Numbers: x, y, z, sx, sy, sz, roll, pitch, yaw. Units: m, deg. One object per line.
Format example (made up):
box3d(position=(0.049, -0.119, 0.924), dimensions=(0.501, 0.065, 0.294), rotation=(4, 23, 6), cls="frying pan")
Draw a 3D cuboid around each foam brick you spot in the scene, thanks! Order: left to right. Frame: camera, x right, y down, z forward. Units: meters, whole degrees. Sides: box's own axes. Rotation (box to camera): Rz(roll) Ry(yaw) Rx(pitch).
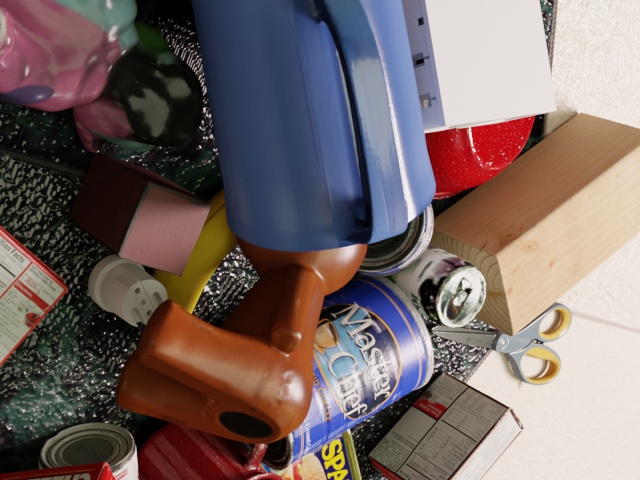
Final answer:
box3d(position=(-0.119, -0.018, 0.696), dimensions=(0.052, 0.078, 0.051), rotation=(20, 96, -40), cls="foam brick")

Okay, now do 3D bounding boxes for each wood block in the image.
box3d(position=(0.203, -0.019, 0.948), dimensions=(0.205, 0.091, 0.090), rotation=(-35, 127, -23), cls="wood block")

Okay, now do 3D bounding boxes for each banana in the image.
box3d(position=(-0.064, -0.005, 0.776), dimensions=(0.197, 0.037, 0.069), rotation=(-49, 144, -11), cls="banana")

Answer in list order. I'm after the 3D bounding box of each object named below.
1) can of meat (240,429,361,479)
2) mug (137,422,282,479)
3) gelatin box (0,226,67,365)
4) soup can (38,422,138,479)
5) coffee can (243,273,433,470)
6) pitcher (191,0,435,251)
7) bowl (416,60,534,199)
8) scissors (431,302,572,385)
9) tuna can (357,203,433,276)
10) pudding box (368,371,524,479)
box3d(position=(-0.018, 0.192, 0.882), dimensions=(0.083, 0.058, 0.102), rotation=(-28, 124, -25), cls="can of meat")
box3d(position=(-0.082, 0.172, 0.787), dimensions=(0.093, 0.082, 0.117), rotation=(8, 117, -55), cls="mug")
box3d(position=(-0.216, 0.038, 0.673), dimensions=(0.089, 0.030, 0.073), rotation=(-50, 130, -11), cls="gelatin box")
box3d(position=(-0.161, 0.190, 0.756), dimensions=(0.068, 0.069, 0.102), rotation=(-17, 118, -33), cls="soup can")
box3d(position=(0.002, 0.099, 0.826), dimensions=(0.140, 0.103, 0.103), rotation=(-26, 123, -28), cls="coffee can")
box3d(position=(-0.007, -0.120, 0.610), dimensions=(0.144, 0.149, 0.243), rotation=(-49, 137, -49), cls="pitcher")
box3d(position=(0.125, -0.106, 0.857), dimensions=(0.161, 0.055, 0.162), rotation=(-18, 116, -42), cls="bowl")
box3d(position=(0.184, 0.082, 1.026), dimensions=(0.201, 0.016, 0.096), rotation=(34, 84, -42), cls="scissors")
box3d(position=(0.042, -0.016, 0.819), dimensions=(0.086, 0.086, 0.033), rotation=(-65, 165, 2), cls="tuna can")
box3d(position=(0.112, 0.182, 0.959), dimensions=(0.113, 0.090, 0.039), rotation=(-47, 130, -14), cls="pudding box")
